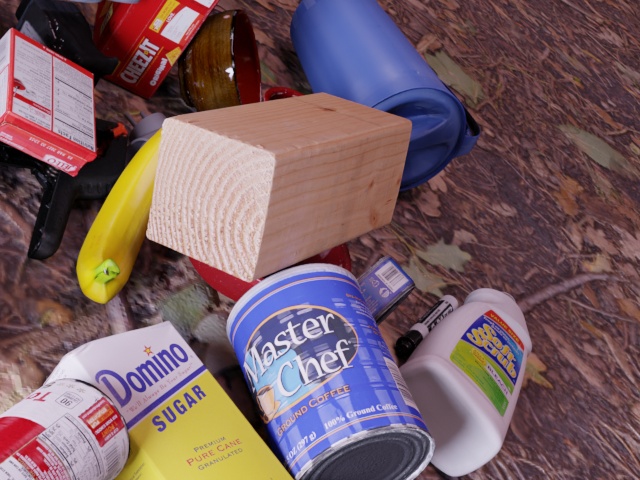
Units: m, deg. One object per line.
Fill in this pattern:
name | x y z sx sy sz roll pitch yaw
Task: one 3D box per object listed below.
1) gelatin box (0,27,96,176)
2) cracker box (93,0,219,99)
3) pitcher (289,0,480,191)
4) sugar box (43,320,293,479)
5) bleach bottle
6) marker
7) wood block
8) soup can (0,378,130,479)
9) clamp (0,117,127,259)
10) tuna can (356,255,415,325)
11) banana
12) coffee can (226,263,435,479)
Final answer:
gelatin box | -0.198 -0.098 0.761 0.073 0.030 0.089 28 39 -40
cracker box | -0.147 -0.260 0.998 0.072 0.164 0.214 25 33 -27
pitcher | 0.060 -0.173 1.156 0.149 0.145 0.243 56 7 -47
sugar box | -0.081 0.133 0.652 0.176 0.048 0.093 51 31 17
bleach bottle | 0.131 0.098 0.924 0.102 0.068 0.250 49 27 -3
marker | 0.096 0.076 0.960 0.020 0.020 0.120 44 29 8
wood block | -0.023 -0.047 0.779 0.091 0.090 0.205 21 21 25
soup can | -0.154 0.123 0.560 0.068 0.069 0.102 42 29 5
clamp | -0.192 -0.048 0.785 0.120 0.039 0.171 57 34 7
tuna can | 0.036 0.053 0.855 0.034 0.086 0.086 46 30 8
banana | -0.136 -0.014 0.765 0.037 0.070 0.197 41 30 -22
coffee can | 0.004 0.101 0.735 0.102 0.103 0.140 12 39 -39
